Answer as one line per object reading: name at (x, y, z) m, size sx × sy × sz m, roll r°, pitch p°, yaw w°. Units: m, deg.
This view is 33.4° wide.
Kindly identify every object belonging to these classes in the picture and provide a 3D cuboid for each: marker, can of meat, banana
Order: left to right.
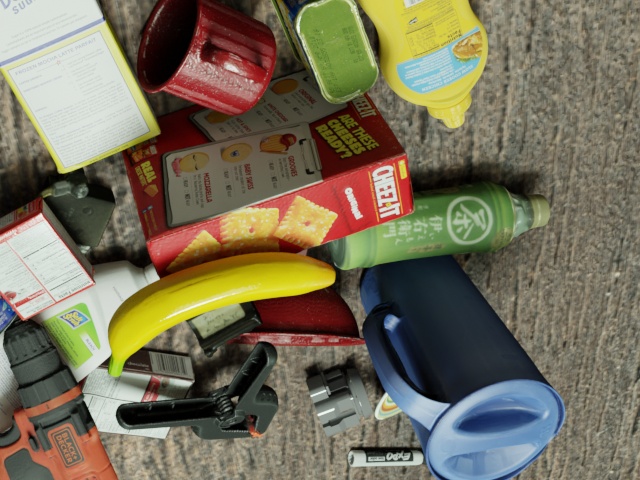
banana at (-0.086, 0.044, 0.831) m, size 0.198 × 0.037 × 0.069 m, roll -21°, pitch 148°, yaw -1°
can of meat at (0.003, -0.174, 0.878) m, size 0.057 × 0.084 × 0.102 m, roll -26°, pitch 130°, yaw -1°
marker at (0.091, 0.261, 1.278) m, size 0.121 × 0.020 × 0.020 m, roll 5°, pitch 123°, yaw -23°

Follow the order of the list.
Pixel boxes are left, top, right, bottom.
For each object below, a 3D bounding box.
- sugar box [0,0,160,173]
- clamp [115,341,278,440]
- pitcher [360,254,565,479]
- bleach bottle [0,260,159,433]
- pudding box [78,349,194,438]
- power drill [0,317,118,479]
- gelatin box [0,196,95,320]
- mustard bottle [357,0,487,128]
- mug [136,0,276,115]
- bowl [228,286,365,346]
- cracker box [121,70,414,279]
sugar box at (-0.205, -0.145, 0.849) m, size 0.093 × 0.048 × 0.176 m, roll -23°, pitch 126°, yaw -2°
clamp at (-0.088, 0.162, 1.074) m, size 0.165 × 0.036 × 0.209 m, roll -27°, pitch 155°, yaw 11°
pitcher at (0.115, 0.104, 1.024) m, size 0.145 × 0.243 × 0.149 m, roll -21°, pitch 130°, yaw -4°
bleach bottle at (-0.246, 0.098, 1.000) m, size 0.251 × 0.068 × 0.102 m, roll -29°, pitch 116°, yaw 0°
pudding box at (-0.195, 0.154, 1.081) m, size 0.113 × 0.039 × 0.090 m, roll 13°, pitch 123°, yaw -25°
power drill at (-0.292, 0.181, 0.943) m, size 0.187 × 0.057 × 0.184 m, roll -24°, pitch 94°, yaw 0°
gelatin box at (-0.245, 0.017, 0.907) m, size 0.073 × 0.030 × 0.089 m, roll -27°, pitch 126°, yaw 4°
mustard bottle at (0.095, -0.176, 0.927) m, size 0.096 × 0.058 × 0.191 m, roll -26°, pitch 130°, yaw -2°
mug at (-0.083, -0.147, 0.851) m, size 0.081 × 0.117 × 0.093 m, roll 18°, pitch 95°, yaw -36°
bowl at (-0.034, 0.071, 1.034) m, size 0.161 × 0.162 × 0.055 m, roll 6°, pitch 81°, yaw -24°
cracker box at (-0.050, -0.057, 0.895) m, size 0.213 × 0.164 × 0.072 m, roll -19°, pitch 131°, yaw -6°
